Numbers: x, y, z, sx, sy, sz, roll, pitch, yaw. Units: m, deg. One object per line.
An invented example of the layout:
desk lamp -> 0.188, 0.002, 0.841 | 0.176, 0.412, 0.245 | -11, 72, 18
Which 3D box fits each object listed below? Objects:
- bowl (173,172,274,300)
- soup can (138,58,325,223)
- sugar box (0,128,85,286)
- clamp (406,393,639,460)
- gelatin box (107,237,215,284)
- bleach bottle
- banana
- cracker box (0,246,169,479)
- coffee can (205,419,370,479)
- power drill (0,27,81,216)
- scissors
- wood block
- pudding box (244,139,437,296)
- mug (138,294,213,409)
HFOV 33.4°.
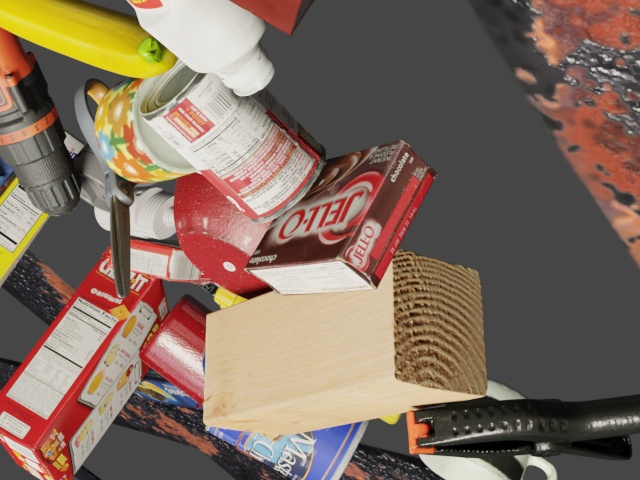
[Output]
bowl -> -0.055, 0.001, 0.821 | 0.162, 0.055, 0.162 | 25, 155, 12
soup can -> -0.054, -0.068, 0.669 | 0.102, 0.068, 0.069 | 44, 153, -26
sugar box -> -0.262, -0.008, 0.890 | 0.048, 0.176, 0.093 | 34, 155, -14
clamp -> 0.166, 0.128, 0.739 | 0.209, 0.036, 0.165 | 3, 157, -17
gelatin box -> -0.124, 0.017, 0.912 | 0.073, 0.030, 0.089 | 10, -177, 35
bleach bottle -> -0.093, -0.165, 0.530 | 0.103, 0.068, 0.250 | 23, 160, 46
banana -> -0.154, -0.138, 0.677 | 0.198, 0.037, 0.069 | 21, 170, 31
cracker box -> -0.242, 0.133, 1.095 | 0.072, 0.213, 0.164 | 28, 156, 11
coffee can -> -0.031, 0.182, 1.084 | 0.140, 0.102, 0.103 | 29, 156, 3
power drill -> -0.285, -0.085, 0.788 | 0.188, 0.057, 0.184 | -12, 118, 12
scissors -> -0.127, -0.030, 0.738 | 0.016, 0.202, 0.096 | -34, 146, 20
wood block -> 0.012, 0.081, 0.772 | 0.090, 0.091, 0.207 | 15, 155, -38
pudding box -> 0.011, -0.011, 0.677 | 0.039, 0.090, 0.114 | 40, 155, -22
mug -> -0.127, 0.105, 1.082 | 0.081, 0.093, 0.117 | 37, -168, -4
